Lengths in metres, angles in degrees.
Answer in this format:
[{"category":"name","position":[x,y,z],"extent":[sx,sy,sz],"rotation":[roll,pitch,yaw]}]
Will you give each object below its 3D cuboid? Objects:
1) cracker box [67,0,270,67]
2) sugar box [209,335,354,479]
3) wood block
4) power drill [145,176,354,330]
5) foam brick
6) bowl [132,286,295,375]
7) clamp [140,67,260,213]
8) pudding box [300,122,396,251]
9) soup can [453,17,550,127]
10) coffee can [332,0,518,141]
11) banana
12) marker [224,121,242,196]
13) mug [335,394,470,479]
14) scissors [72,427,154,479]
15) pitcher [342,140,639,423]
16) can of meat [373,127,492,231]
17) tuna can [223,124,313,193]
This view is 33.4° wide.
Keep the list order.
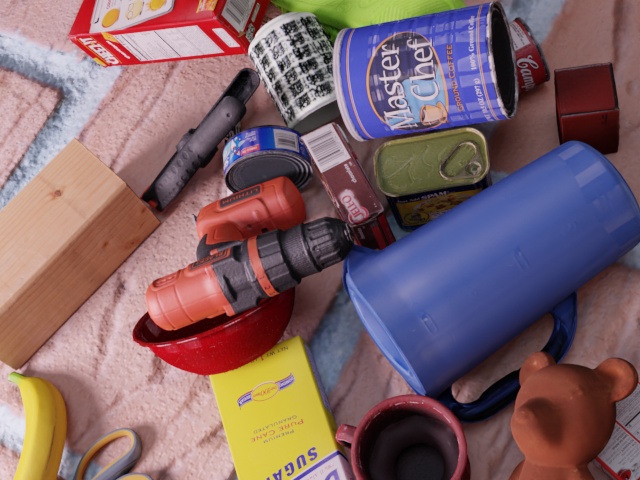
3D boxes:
[{"category":"cracker box","position":[-0.147,-0.272,1.134],"extent":[0.214,0.072,0.164],"rotation":[1,64,35]},{"category":"sugar box","position":[-0.029,0.180,0.926],"extent":[0.093,0.048,0.176],"rotation":[-23,60,5]},{"category":"wood block","position":[-0.271,0.014,1.050],"extent":[0.091,0.090,0.206],"rotation":[39,81,28]},{"category":"power drill","position":[-0.056,0.001,0.948],"extent":[0.184,0.057,0.187],"rotation":[-20,17,10]},{"category":"foam brick","position":[0.242,-0.117,0.972],"extent":[0.053,0.078,0.051],"rotation":[-7,63,10]},{"category":"bowl","position":[-0.085,0.074,0.960],"extent":[0.162,0.055,0.162],"rotation":[-21,17,7]},{"category":"clamp","position":[-0.118,-0.092,1.043],"extent":[0.039,0.120,0.171],"rotation":[37,103,-5]},{"category":"pudding box","position":[0.029,-0.042,0.990],"extent":[0.039,0.090,0.113],"rotation":[-26,60,1]},{"category":"soup can","position":[0.158,-0.160,1.022],"extent":[0.102,0.068,0.068],"rotation":[-27,61,3]},{"category":"coffee can","position":[0.094,-0.148,0.940],"extent":[0.140,0.102,0.103],"rotation":[-6,64,22]},{"category":"banana","position":[-0.268,0.204,0.983],"extent":[0.070,0.037,0.198],"rotation":[-25,48,29]},{"category":"marker","position":[-0.089,-0.097,1.090],"extent":[0.020,0.020,0.121],"rotation":[-11,63,10]},{"category":"mug","position":[0.068,0.179,0.878],"extent":[0.117,0.081,0.093],"rotation":[13,70,21]},{"category":"scissors","position":[-0.225,0.259,0.961],"extent":[0.096,0.016,0.201],"rotation":[35,79,29]},{"category":"pitcher","position":[0.153,0.030,0.909],"extent":[0.242,0.149,0.145],"rotation":[-33,46,-5]},{"category":"can of meat","position":[0.107,-0.053,0.976],"extent":[0.102,0.084,0.057],"rotation":[-9,63,12]},{"category":"tuna can","position":[-0.051,-0.075,1.031],"extent":[0.086,0.086,0.034],"rotation":[-13,61,10]}]
